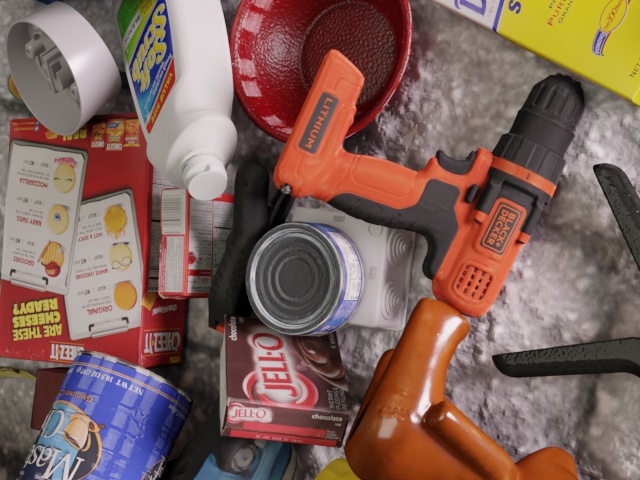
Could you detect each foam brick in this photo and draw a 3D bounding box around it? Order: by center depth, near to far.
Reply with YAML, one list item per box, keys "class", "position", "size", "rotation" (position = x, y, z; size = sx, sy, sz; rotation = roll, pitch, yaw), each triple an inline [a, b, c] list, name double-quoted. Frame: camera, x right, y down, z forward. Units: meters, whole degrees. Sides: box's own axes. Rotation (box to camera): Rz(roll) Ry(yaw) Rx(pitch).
- class: "foam brick"
  position: [-0.203, 0.138, 0.924]
  size: [0.051, 0.078, 0.053]
  rotation: [4, 89, 31]

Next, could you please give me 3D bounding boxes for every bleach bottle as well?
- class: "bleach bottle"
  position: [-0.106, -0.133, 0.837]
  size: [0.103, 0.068, 0.251]
  rotation: [-48, 41, 29]

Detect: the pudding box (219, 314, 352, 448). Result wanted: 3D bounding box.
- class: "pudding box"
  position: [-0.029, 0.103, 0.794]
  size: [0.090, 0.113, 0.039]
  rotation: [9, 115, -11]

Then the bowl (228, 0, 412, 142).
- class: "bowl"
  position: [0.008, -0.150, 0.836]
  size: [0.162, 0.055, 0.162]
  rotation: [-2, 86, 29]

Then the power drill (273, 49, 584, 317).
- class: "power drill"
  position: [0.075, -0.061, 0.751]
  size: [0.187, 0.057, 0.184]
  rotation: [26, 91, -1]

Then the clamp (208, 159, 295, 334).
- class: "clamp"
  position: [-0.055, 0.001, 0.832]
  size: [0.039, 0.120, 0.171]
  rotation: [23, 102, 19]

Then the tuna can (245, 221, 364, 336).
- class: "tuna can"
  position: [-0.013, 0.029, 0.791]
  size: [0.086, 0.033, 0.086]
  rotation: [-2, 86, 29]

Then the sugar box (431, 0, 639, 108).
- class: "sugar box"
  position: [0.171, -0.173, 0.751]
  size: [0.176, 0.048, 0.093]
  rotation: [33, 103, 26]

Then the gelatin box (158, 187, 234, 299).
- class: "gelatin box"
  position: [-0.100, 0.004, 0.877]
  size: [0.030, 0.073, 0.089]
  rotation: [0, 88, 30]

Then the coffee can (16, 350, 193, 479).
- class: "coffee can"
  position: [-0.173, 0.171, 0.832]
  size: [0.103, 0.102, 0.140]
  rotation: [10, 66, 29]

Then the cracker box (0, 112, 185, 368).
- class: "cracker box"
  position: [-0.196, 0.000, 0.934]
  size: [0.164, 0.072, 0.214]
  rotation: [1, 88, 30]
